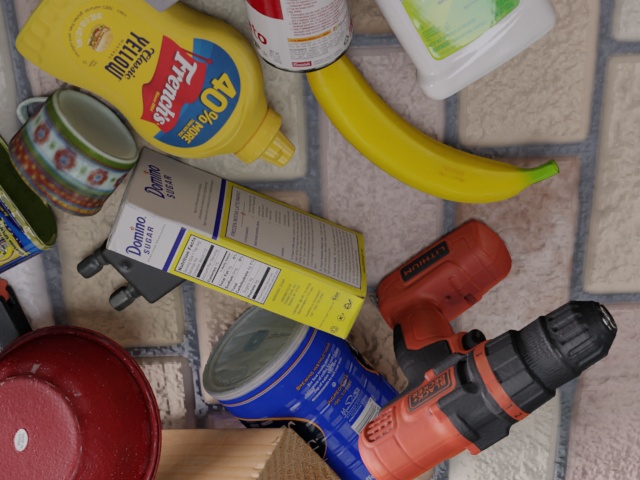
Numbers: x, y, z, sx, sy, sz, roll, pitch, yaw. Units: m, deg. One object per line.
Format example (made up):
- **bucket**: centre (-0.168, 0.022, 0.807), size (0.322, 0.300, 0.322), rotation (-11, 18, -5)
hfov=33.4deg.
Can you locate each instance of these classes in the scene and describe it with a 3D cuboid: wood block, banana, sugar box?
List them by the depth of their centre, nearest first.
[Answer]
- **banana**: centre (0.064, -0.073, 0.738), size (0.197, 0.037, 0.070), rotation (25, 117, -12)
- **sugar box**: centre (-0.055, 0.001, 0.747), size (0.176, 0.093, 0.048), rotation (20, 116, -10)
- **wood block**: centre (-0.085, 0.201, 0.798), size (0.207, 0.090, 0.090), rotation (-11, 127, 47)

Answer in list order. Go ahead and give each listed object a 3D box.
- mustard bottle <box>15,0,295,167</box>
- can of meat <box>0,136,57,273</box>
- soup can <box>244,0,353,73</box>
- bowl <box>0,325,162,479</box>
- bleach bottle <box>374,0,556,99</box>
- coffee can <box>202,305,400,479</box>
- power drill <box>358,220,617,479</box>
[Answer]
- **mustard bottle**: centre (-0.096, -0.110, 0.706), size (0.191, 0.058, 0.096), rotation (35, 113, -18)
- **can of meat**: centre (-0.248, -0.020, 0.755), size (0.084, 0.057, 0.102), rotation (-26, 115, 11)
- **soup can**: centre (-0.015, -0.160, 0.652), size (0.068, 0.068, 0.102), rotation (-6, 149, 3)
- **bowl**: centre (-0.197, 0.141, 0.761), size (0.162, 0.055, 0.162), rotation (-1, 85, 17)
- **bleach bottle**: centre (0.041, -0.214, 0.649), size (0.103, 0.068, 0.250), rotation (-32, 112, 15)
- **coffee can**: centre (-0.005, 0.120, 0.806), size (0.103, 0.103, 0.140), rotation (-35, 113, 17)
- **power drill**: centre (0.103, 0.061, 0.727), size (0.185, 0.187, 0.057), rotation (-34, 112, 18)
